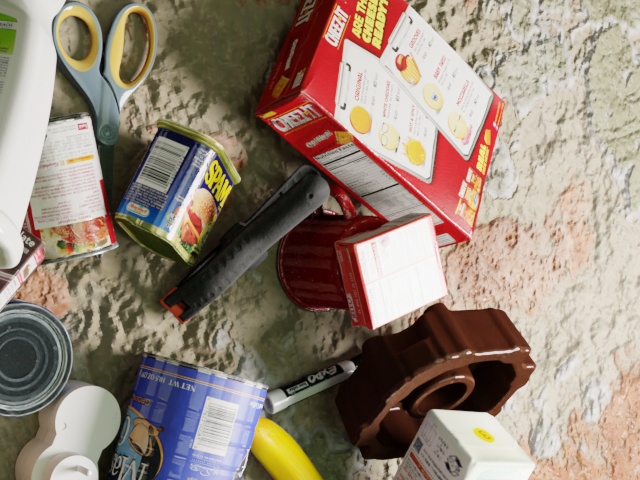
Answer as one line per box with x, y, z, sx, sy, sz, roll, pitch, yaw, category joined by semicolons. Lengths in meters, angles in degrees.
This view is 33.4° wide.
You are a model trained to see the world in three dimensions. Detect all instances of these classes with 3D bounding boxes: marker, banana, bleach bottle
0.002;0.125;0.950;0.120;0.020;0.020;-19;102;-32;marker
-0.013;0.221;0.917;0.037;0.069;0.198;-28;103;3;banana
-0.222;-0.107;0.727;0.102;0.068;0.250;6;61;8;bleach bottle

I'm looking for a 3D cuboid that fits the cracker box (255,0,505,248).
0.059;-0.115;0.933;0.213;0.072;0.164;38;54;-28;cracker box

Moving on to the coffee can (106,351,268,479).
-0.108;0.167;0.826;0.102;0.103;0.140;21;79;-33;coffee can

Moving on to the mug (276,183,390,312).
0.020;0.007;0.921;0.093;0.082;0.117;-19;102;-32;mug

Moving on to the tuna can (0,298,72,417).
-0.227;0.086;0.785;0.085;0.034;0.086;-1;92;-34;tuna can

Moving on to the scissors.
-0.181;-0.096;0.823;0.096;0.016;0.202;22;79;-31;scissors

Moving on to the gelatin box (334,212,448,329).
0.059;0.024;0.879;0.089;0.030;0.073;-21;104;-32;gelatin box

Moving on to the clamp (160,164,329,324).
-0.056;0.001;0.847;0.039;0.120;0.171;44;85;-3;clamp

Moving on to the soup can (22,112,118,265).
-0.193;-0.038;0.785;0.068;0.069;0.102;-15;99;-33;soup can

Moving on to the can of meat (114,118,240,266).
-0.111;-0.034;0.824;0.057;0.102;0.084;23;78;12;can of meat
